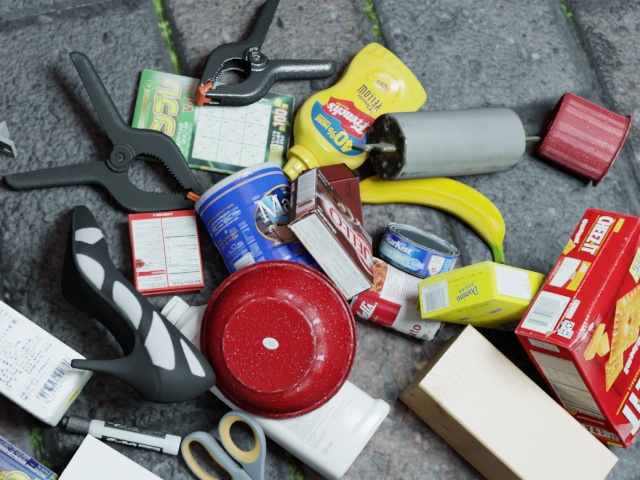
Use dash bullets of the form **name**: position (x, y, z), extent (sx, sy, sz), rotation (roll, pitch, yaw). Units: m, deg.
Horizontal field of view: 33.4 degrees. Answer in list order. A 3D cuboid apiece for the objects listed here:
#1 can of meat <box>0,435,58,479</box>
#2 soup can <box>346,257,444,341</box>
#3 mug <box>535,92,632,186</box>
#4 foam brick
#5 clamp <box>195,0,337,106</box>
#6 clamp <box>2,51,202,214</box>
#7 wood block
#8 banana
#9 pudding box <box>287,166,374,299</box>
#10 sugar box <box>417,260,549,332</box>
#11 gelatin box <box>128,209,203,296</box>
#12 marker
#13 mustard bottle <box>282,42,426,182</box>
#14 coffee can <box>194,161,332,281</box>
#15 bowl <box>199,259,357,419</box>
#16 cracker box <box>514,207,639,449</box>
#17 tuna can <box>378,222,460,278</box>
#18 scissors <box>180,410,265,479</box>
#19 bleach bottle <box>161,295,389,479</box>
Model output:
- **can of meat**: position (-0.316, 0.245, 1.027), extent (0.084, 0.057, 0.102), rotation (35, 92, -2)
- **soup can**: position (0.085, 0.063, 1.163), extent (0.102, 0.069, 0.068), rotation (20, 71, -5)
- **mug**: position (0.309, -0.128, 1.259), extent (0.081, 0.093, 0.117), rotation (26, 39, 3)
- **foam brick**: position (0.014, -0.038, 1.171), extent (0.053, 0.051, 0.078), rotation (-11, 113, -13)
- **clamp**: position (-0.078, -0.212, 1.227), extent (0.171, 0.039, 0.120), rotation (-25, 68, -26)
- **clamp**: position (-0.218, -0.100, 1.160), extent (0.210, 0.036, 0.164), rotation (21, 89, -6)
- **wood block**: position (0.196, 0.198, 1.130), extent (0.206, 0.090, 0.090), rotation (42, 70, 4)
- **banana**: position (0.133, -0.042, 1.220), extent (0.197, 0.037, 0.069), rotation (23, 68, -3)
- **pudding box**: position (0.012, -0.008, 1.099), extent (0.039, 0.090, 0.113), rotation (-31, 118, 18)
- **sugar box**: position (0.191, 0.063, 1.124), extent (0.175, 0.094, 0.048), rotation (15, 65, -45)
- **gelatin box**: position (-0.167, 0.014, 1.151), extent (0.073, 0.030, 0.089), rotation (-5, 77, -12)
- **marker**: position (-0.204, 0.198, 1.093), extent (0.121, 0.020, 0.020), rotation (14, 71, -6)
- **mustard bottle**: position (0.027, -0.134, 1.217), extent (0.096, 0.058, 0.191), rotation (46, 71, -2)
- **coffee can**: position (-0.057, 0.001, 1.136), extent (0.102, 0.103, 0.140), rotation (-25, 79, -17)
- **bowl**: position (-0.046, 0.100, 1.048), extent (0.162, 0.055, 0.162), rotation (0, 91, 7)
- **cracker box**: position (0.304, 0.096, 1.125), extent (0.164, 0.072, 0.213), rotation (-56, 134, -20)
- **tuna can**: position (0.107, 0.012, 1.172), extent (0.086, 0.086, 0.034), rotation (21, 103, -4)
- **scissors**: position (-0.050, 0.250, 1.087), extent (0.202, 0.016, 0.096), rotation (35, 106, 3)
- **bleach bottle**: position (-0.057, 0.138, 1.116), extent (0.251, 0.068, 0.102), rotation (37, 74, 4)
